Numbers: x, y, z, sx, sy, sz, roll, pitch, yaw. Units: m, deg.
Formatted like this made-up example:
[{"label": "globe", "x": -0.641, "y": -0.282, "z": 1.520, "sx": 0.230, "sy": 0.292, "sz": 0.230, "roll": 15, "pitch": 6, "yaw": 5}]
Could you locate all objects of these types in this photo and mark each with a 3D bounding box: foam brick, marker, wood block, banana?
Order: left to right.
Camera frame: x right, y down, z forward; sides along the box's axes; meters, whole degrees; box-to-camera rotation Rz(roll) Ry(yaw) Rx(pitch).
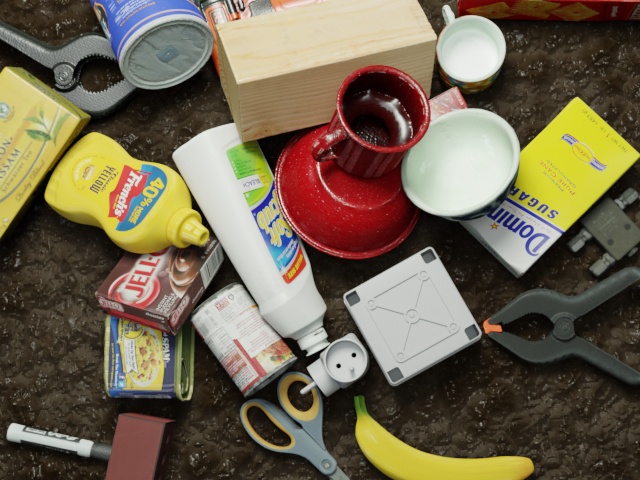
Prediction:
[{"label": "marker", "x": -0.274, "y": 0.216, "z": 1.138, "sx": 0.121, "sy": 0.020, "sz": 0.020, "roll": 11, "pitch": 84, "yaw": 6}, {"label": "foam brick", "x": -0.187, "y": 0.222, "z": 1.113, "sx": 0.051, "sy": 0.053, "sz": 0.078, "roll": 10, "pitch": 84, "yaw": 6}, {"label": "wood block", "x": 0.005, "y": -0.183, "z": 1.096, "sx": 0.206, "sy": 0.091, "sz": 0.090, "roll": -14, "pitch": 56, "yaw": -10}, {"label": "banana", "x": 0.116, "y": 0.224, "z": 1.094, "sx": 0.198, "sy": 0.037, "sz": 0.069, "roll": 20, "pitch": 86, "yaw": 7}]

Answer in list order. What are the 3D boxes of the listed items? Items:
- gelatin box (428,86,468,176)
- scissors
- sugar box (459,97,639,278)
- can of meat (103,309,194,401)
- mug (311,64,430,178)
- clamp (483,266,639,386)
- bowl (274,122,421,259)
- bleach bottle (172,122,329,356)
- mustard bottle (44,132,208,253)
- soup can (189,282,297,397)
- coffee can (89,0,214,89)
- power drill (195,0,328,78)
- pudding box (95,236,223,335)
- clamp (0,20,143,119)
[{"label": "gelatin box", "x": 0.132, "y": -0.107, "z": 1.133, "sx": 0.073, "sy": 0.030, "sz": 0.089, "roll": -28, "pitch": 90, "yaw": 0}, {"label": "scissors", "x": 0.011, "y": 0.214, "z": 1.115, "sx": 0.202, "sy": 0.016, "sz": 0.096, "roll": 31, "pitch": 86, "yaw": 8}, {"label": "sugar box", "x": 0.237, "y": -0.054, "z": 1.115, "sx": 0.093, "sy": 0.048, "sz": 0.176, "roll": 44, "pitch": 87, "yaw": 9}, {"label": "can of meat", "x": -0.180, "y": 0.117, "z": 1.124, "sx": 0.084, "sy": 0.057, "sz": 0.102, "roll": 0, "pitch": 83, "yaw": 7}, {"label": "mug", "x": 0.043, "y": -0.107, "z": 1.044, "sx": 0.117, "sy": 0.082, "sz": 0.093, "roll": -29, "pitch": 79, "yaw": -20}, {"label": "clamp", "x": 0.257, "y": 0.098, "z": 1.098, "sx": 0.171, "sy": 0.039, "sz": 0.120, "roll": -10, "pitch": 80, "yaw": 11}, {"label": "bowl", "x": 0.036, "y": -0.065, "z": 1.104, "sx": 0.162, "sy": 0.055, "sz": 0.162, "roll": 4, "pitch": 70, "yaw": -10}, {"label": "bleach bottle", "x": -0.057, "y": 0.001, "z": 1.117, "sx": 0.068, "sy": 0.102, "sz": 0.251, "roll": -30, "pitch": 87, "yaw": 31}, {"label": "mustard bottle", "x": -0.193, "y": -0.039, "z": 1.113, "sx": 0.192, "sy": 0.058, "sz": 0.096, "roll": 26, "pitch": 73, "yaw": 28}, {"label": "soup can", "x": -0.081, "y": 0.103, "z": 1.111, "sx": 0.068, "sy": 0.068, "sz": 0.102, "roll": -37, "pitch": 81, "yaw": -1}, {"label": "coffee can", "x": -0.185, "y": -0.246, "z": 1.129, "sx": 0.103, "sy": 0.102, "sz": 0.140, "roll": -28, "pitch": 64, "yaw": 1}, {"label": "power drill", "x": -0.051, "y": -0.278, "z": 1.165, "sx": 0.187, "sy": 0.057, "sz": 0.184, "roll": -20, "pitch": 85, "yaw": 5}, {"label": "pudding box", "x": -0.164, "y": 0.037, "z": 1.107, "sx": 0.090, "sy": 0.039, "sz": 0.113, "roll": 15, "pitch": 50, "yaw": 21}, {"label": "clamp", "x": -0.284, "y": -0.168, "z": 1.179, "sx": 0.210, "sy": 0.036, "sz": 0.164, "roll": 1, "pitch": 93, "yaw": 1}]
